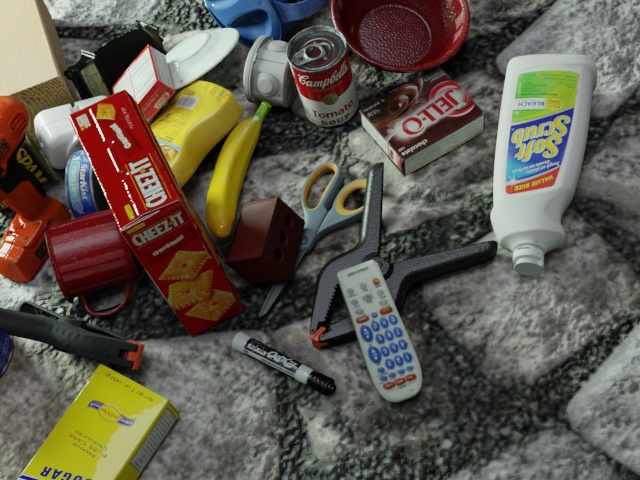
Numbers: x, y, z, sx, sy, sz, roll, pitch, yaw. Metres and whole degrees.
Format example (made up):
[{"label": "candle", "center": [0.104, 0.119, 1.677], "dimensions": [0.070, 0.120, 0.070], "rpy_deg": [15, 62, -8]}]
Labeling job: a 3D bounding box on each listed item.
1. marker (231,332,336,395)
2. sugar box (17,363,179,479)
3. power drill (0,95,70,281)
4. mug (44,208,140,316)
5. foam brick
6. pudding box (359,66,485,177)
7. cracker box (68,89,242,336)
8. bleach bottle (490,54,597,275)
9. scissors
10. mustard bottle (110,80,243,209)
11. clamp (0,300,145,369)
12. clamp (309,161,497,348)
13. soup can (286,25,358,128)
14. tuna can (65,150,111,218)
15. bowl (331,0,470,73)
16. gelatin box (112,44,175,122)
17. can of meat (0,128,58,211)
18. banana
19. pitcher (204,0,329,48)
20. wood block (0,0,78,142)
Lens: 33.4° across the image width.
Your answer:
[{"label": "marker", "center": [-0.036, 0.125, 1.077], "dimensions": [0.121, 0.020, 0.020], "rpy_deg": [24, 65, 25]}, {"label": "sugar box", "center": [-0.227, 0.217, 1.044], "dimensions": [0.093, 0.048, 0.176], "rpy_deg": [22, 64, 24]}, {"label": "power drill", "center": [-0.350, -0.035, 1.149], "dimensions": [0.057, 0.187, 0.184], "rpy_deg": [18, 62, 20]}, {"label": "mug", "center": [-0.241, 0.024, 1.154], "dimensions": [0.081, 0.093, 0.117], "rpy_deg": [-16, 86, -4]}, {"label": "foam brick", "center": [-0.057, 0.001, 1.129], "dimensions": [0.051, 0.053, 0.078], "rpy_deg": [-11, 52, 37]}, {"label": "pudding box", "center": [0.115, -0.135, 1.198], "dimensions": [0.113, 0.039, 0.090], "rpy_deg": [-32, 56, -9]}, {"label": "cracker box", "center": [-0.163, -0.024, 1.083], "dimensions": [0.072, 0.213, 0.164], "rpy_deg": [-28, 56, -5]}, {"label": "bleach bottle", "center": [0.235, -0.079, 1.124], "dimensions": [0.103, 0.068, 0.250], "rpy_deg": [2, 61, 14]}, {"label": "scissors", "center": [0.003, -0.001, 1.149], "dimensions": [0.096, 0.016, 0.201], "rpy_deg": [3, 58, 20]}, {"label": "mustard bottle", "center": [-0.177, -0.098, 1.226], "dimensions": [0.096, 0.058, 0.191], "rpy_deg": [17, 62, 40]}, {"label": "clamp", "center": [-0.269, 0.095, 1.098], "dimensions": [0.172, 0.120, 0.039], "rpy_deg": [14, 97, 19]}, {"label": "clamp", "center": [0.055, 0.023, 1.108], "dimensions": [0.210, 0.036, 0.165], "rpy_deg": [-41, 67, -11]}, {"label": "soup can", "center": [0.004, -0.185, 1.217], "dimensions": [0.068, 0.102, 0.068], "rpy_deg": [-6, 57, 9]}, {"label": "tuna can", "center": [-0.256, -0.061, 1.206], "dimensions": [0.034, 0.086, 0.086], "rpy_deg": [-4, 57, 11]}, {"label": "bowl", "center": [0.090, -0.253, 1.248], "dimensions": [0.162, 0.055, 0.162], "rpy_deg": [2, 67, -4]}, {"label": "gelatin box", "center": [-0.209, -0.177, 1.258], "dimensions": [0.073, 0.030, 0.089], "rpy_deg": [-45, 38, 20]}, {"label": "can of meat", "center": [-0.367, -0.089, 1.240], "dimensions": [0.084, 0.102, 0.057], "rpy_deg": [-32, 57, -6]}, {"label": "banana", "center": [-0.100, -0.071, 1.188], "dimensions": [0.037, 0.070, 0.197], "rpy_deg": [21, 53, -11]}, {"label": "pitcher", "center": [-0.026, -0.358, 1.323], "dimensions": [0.149, 0.145, 0.242], "rpy_deg": [40, 67, -3]}, {"label": "wood block", "center": [-0.373, -0.229, 1.338], "dimensions": [0.091, 0.090, 0.206], "rpy_deg": [-23, 55, -3]}]
